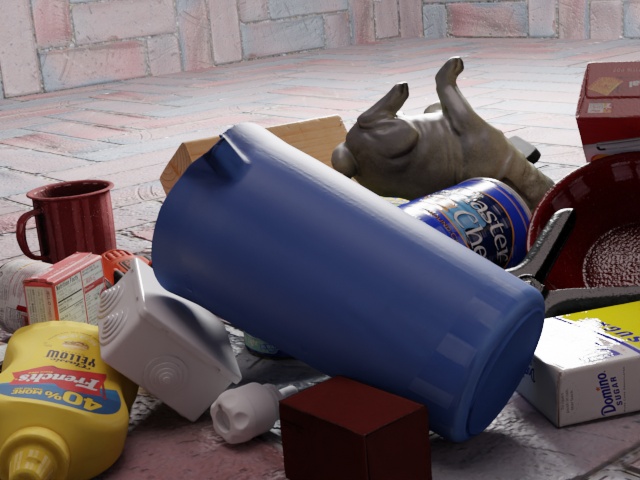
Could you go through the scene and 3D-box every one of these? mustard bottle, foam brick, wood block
[{"bbox_3d":[-0.171,0.111,0.687,0.096,0.058,0.191,14,15,-7],"label":"mustard bottle"},{"bbox_3d":[0.020,0.117,0.620,0.051,0.053,0.078,-17,20,-38],"label":"foam brick"},{"bbox_3d":[-0.064,-0.072,1.216,0.205,0.091,0.090,-14,-18,-31],"label":"wood block"}]

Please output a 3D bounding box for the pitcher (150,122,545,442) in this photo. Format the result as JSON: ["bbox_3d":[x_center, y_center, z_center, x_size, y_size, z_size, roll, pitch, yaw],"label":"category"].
[{"bbox_3d":[0.019,0.034,0.709,0.243,0.145,0.149,29,17,25],"label":"pitcher"}]

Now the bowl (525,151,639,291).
[{"bbox_3d":[0.252,0.006,0.866,0.162,0.055,0.162,-14,51,18],"label":"bowl"}]

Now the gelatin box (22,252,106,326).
[{"bbox_3d":[-0.193,0.061,0.822,0.030,0.089,0.073,1,16,19],"label":"gelatin box"}]

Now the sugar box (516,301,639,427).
[{"bbox_3d":[0.221,0.075,0.727,0.176,0.048,0.093,-7,16,-13],"label":"sugar box"}]

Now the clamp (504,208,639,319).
[{"bbox_3d":[0.167,0.048,0.801,0.171,0.039,0.120,-35,42,-16],"label":"clamp"}]

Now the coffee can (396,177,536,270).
[{"bbox_3d":[0.100,0.011,0.890,0.103,0.103,0.140,10,21,43],"label":"coffee can"}]

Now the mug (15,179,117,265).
[{"bbox_3d":[-0.271,-0.014,1.139,0.093,0.081,0.117,8,20,39],"label":"mug"}]

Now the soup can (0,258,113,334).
[{"bbox_3d":[-0.229,0.054,0.905,0.102,0.068,0.068,8,20,42],"label":"soup can"}]
